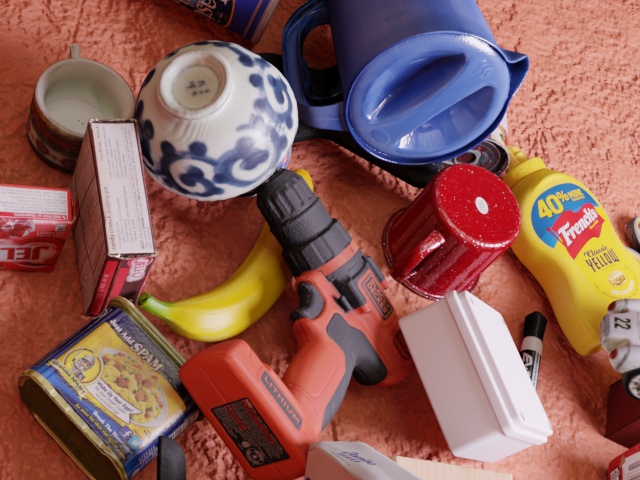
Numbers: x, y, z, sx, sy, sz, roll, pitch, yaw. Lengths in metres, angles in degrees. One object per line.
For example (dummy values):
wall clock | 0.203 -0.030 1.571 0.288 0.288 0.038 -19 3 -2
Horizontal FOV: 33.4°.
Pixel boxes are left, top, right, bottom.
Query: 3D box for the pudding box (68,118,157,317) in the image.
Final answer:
pudding box | -0.146 -0.015 0.745 0.039 0.090 0.113 -2 61 -25

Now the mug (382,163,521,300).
mug | 0.101 -0.004 0.860 0.117 0.082 0.093 -30 76 -36

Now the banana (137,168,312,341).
banana | -0.051 0.019 0.791 0.197 0.037 0.069 -44 121 -44

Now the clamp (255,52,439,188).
clamp | -0.005 -0.125 0.913 0.209 0.036 0.164 10 47 -16

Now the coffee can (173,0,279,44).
coffee can | -0.094 -0.244 0.904 0.140 0.103 0.102 26 53 -8

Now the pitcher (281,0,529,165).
pitcher | 0.056 -0.187 0.893 0.149 0.145 0.243 19 40 -30

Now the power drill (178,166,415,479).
power drill | -0.017 0.058 0.734 0.184 0.057 0.187 55 40 -11

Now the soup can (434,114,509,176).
soup can | 0.130 -0.110 0.948 0.068 0.069 0.102 13 55 -18

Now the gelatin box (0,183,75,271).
gelatin box | -0.216 -0.008 0.718 0.089 0.073 0.030 4 60 -24

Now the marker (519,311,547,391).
marker | 0.167 0.108 0.861 0.020 0.020 0.121 25 53 -9

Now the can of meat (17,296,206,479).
can of meat | -0.135 0.102 0.700 0.102 0.058 0.083 45 54 6

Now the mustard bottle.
mustard bottle | 0.213 0.000 0.925 0.096 0.058 0.192 -20 70 -28
